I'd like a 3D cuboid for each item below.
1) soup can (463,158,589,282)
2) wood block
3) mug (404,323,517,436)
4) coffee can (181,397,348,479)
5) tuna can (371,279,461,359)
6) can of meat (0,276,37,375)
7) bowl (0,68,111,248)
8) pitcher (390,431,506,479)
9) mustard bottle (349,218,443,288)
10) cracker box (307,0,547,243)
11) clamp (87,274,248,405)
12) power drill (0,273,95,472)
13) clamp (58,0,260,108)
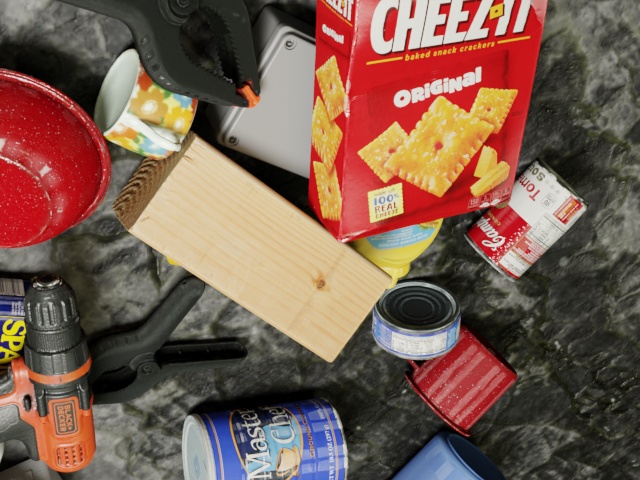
[{"bbox_3d":[0.196,-0.020,1.018,0.068,0.068,0.102,33,106,-37],"label":"soup can"},{"bbox_3d":[-0.056,0.001,0.872,0.206,0.090,0.091,36,91,-24],"label":"wood block"},{"bbox_3d":[0.139,0.132,1.098,0.117,0.093,0.081,43,97,-2],"label":"mug"},{"bbox_3d":[-0.056,0.214,1.054,0.140,0.103,0.103,-4,125,-21],"label":"coffee can"},{"bbox_3d":[0.093,0.075,1.029,0.086,0.086,0.034,-11,126,-16],"label":"tuna can"},{"bbox_3d":[-0.283,0.077,0.888,0.083,0.057,0.102,6,121,-24],"label":"can of meat"},{"bbox_3d":[-0.238,-0.046,0.784,0.162,0.055,0.162,1,133,1],"label":"bowl"},{"bbox_3d":[0.106,0.340,1.201,0.243,0.145,0.149,-50,159,12],"label":"pitcher"},{"bbox_3d":[0.067,-0.037,0.955,0.096,0.058,0.192,-13,128,-22],"label":"mustard bottle"},{"bbox_3d":[0.080,-0.115,0.813,0.164,0.072,0.214,-13,129,-22],"label":"cracker box"},{"bbox_3d":[-0.158,0.096,0.966,0.171,0.039,0.120,-21,128,-8],"label":"clamp"},{"bbox_3d":[-0.275,0.118,0.846,0.187,0.057,0.184,-7,119,-13],"label":"power drill"},{"bbox_3d":[-0.115,-0.166,0.746,0.164,0.036,0.210,-45,125,-23],"label":"clamp"}]
